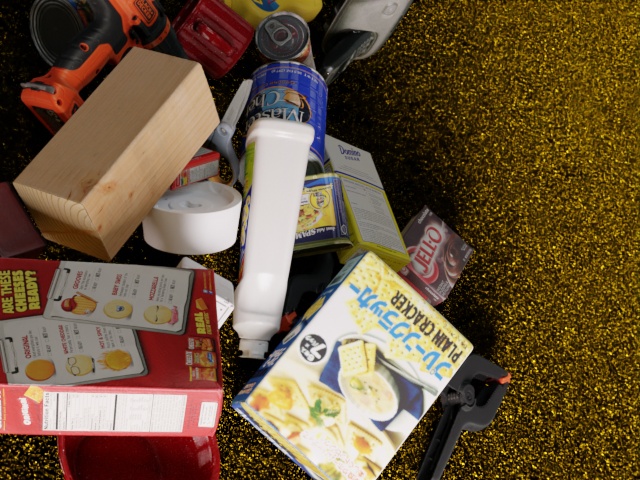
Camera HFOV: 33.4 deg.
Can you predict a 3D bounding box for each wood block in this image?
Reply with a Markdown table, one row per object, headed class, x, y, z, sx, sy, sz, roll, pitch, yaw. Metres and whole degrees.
| class | x | y | z | sx | sy | sz | roll | pitch | yaw |
| --- | --- | --- | --- | --- | --- | --- | --- | --- | --- |
| wood block | -0.201 | -0.091 | 1.086 | 0.091 | 0.090 | 0.206 | 18 | 57 | 25 |

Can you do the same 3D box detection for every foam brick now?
| class | x | y | z | sx | sy | sz | roll | pitch | yaw |
| --- | --- | --- | --- | --- | --- | --- | --- | --- | --- |
| foam brick | -0.311 | -0.007 | 1.025 | 0.051 | 0.053 | 0.078 | -25 | 77 | -46 |

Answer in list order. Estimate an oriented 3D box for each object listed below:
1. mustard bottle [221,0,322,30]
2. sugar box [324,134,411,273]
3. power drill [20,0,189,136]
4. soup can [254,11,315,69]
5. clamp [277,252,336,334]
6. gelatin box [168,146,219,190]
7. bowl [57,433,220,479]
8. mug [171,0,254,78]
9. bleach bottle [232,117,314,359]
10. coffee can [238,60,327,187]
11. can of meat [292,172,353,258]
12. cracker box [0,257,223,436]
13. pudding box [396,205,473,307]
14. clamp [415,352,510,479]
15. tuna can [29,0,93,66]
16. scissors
| class | x | y | z | sx | sy | sz | roll | pitch | yaw |
| --- | --- | --- | --- | --- | --- | --- | --- | --- | --- |
| mustard bottle | -0.089 | -0.326 | 1.425 | 0.191 | 0.058 | 0.096 | -23 | 75 | -45 |
| sugar box | 0.043 | -0.044 | 1.320 | 0.093 | 0.048 | 0.176 | 19 | 40 | -42 |
| power drill | -0.227 | -0.185 | 1.154 | 0.187 | 0.057 | 0.184 | -64 | 144 | -22 |
| soup can | -0.043 | -0.235 | 1.353 | 0.068 | 0.102 | 0.068 | -2 | 72 | 4 |
| clamp | -0.001 | 0.059 | 1.239 | 0.171 | 0.039 | 0.120 | -14 | 64 | -51 |
| gelatin box | -0.168 | -0.087 | 1.180 | 0.089 | 0.030 | 0.073 | 21 | 29 | 35 |
| bowl | -0.175 | 0.201 | 0.984 | 0.161 | 0.055 | 0.162 | 21 | 50 | -27 |
| mug | -0.133 | -0.251 | 1.303 | 0.081 | 0.093 | 0.117 | 36 | 4 | -20 |
| bleach bottle | -0.058 | 0.001 | 1.146 | 0.068 | 0.103 | 0.251 | 7 | 83 | -12 |
| coffee can | -0.044 | -0.132 | 1.291 | 0.102 | 0.103 | 0.140 | 23 | 49 | -25 |
| can of meat | -0.019 | -0.027 | 1.226 | 0.057 | 0.102 | 0.084 | 45 | 36 | -79 |
| cracker box | -0.199 | 0.095 | 0.954 | 0.213 | 0.072 | 0.164 | 3 | 38 | -12 |
| pudding box | 0.138 | 0.021 | 1.374 | 0.090 | 0.039 | 0.113 | 43 | 43 | -5 |
| clamp | 0.156 | 0.177 | 1.259 | 0.209 | 0.036 | 0.164 | -21 | 97 | -48 |
| tuna can | -0.281 | -0.234 | 1.185 | 0.086 | 0.086 | 0.033 | 52 | 42 | 4 |
| scissors | -0.121 | -0.128 | 1.175 | 0.096 | 0.202 | 0.016 | 29 | 57 | 12 |
